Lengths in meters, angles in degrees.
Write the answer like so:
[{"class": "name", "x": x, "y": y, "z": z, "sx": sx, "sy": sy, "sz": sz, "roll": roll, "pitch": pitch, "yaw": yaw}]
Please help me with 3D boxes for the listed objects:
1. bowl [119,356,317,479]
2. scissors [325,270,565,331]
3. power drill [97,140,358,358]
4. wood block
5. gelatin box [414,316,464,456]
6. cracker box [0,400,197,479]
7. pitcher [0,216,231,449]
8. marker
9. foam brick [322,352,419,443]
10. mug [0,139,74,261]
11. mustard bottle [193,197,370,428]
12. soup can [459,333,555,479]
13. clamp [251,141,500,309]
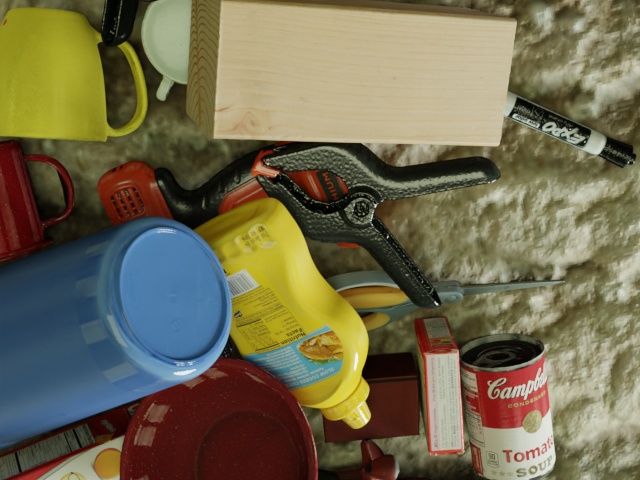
[{"class": "bowl", "x": -0.067, "y": 0.169, "z": 0.789, "sx": 0.162, "sy": 0.055, "sz": 0.162, "roll": -5, "pitch": 78, "yaw": 22}, {"class": "scissors", "x": 0.087, "y": 0.050, "z": 0.847, "sx": 0.201, "sy": 0.016, "sz": 0.096, "roll": 4, "pitch": 148, "yaw": -24}, {"class": "power drill", "x": -0.055, "y": 0.001, "z": 0.819, "sx": 0.188, "sy": 0.057, "sz": 0.184, "roll": -22, "pitch": 108, "yaw": 5}, {"class": "wood block", "x": 0.019, "y": -0.119, "z": 0.738, "sx": 0.205, "sy": 0.090, "sz": 0.091, "roll": 0, "pitch": 107, "yaw": -19}, {"class": "gelatin box", "x": 0.094, "y": 0.114, "z": 0.842, "sx": 0.030, "sy": 0.073, "sz": 0.089, "roll": -5, "pitch": 106, "yaw": 2}, {"class": "cracker box", "x": -0.198, "y": 0.238, "z": 0.847, "sx": 0.213, "sy": 0.072, "sz": 0.164, "roll": -21, "pitch": 107, "yaw": -17}, {"class": "pitcher", "x": -0.170, "y": 0.066, "z": 0.751, "sx": 0.243, "sy": 0.149, "sz": 0.145, "roll": -19, "pitch": 110, "yaw": 40}, {"class": "marker", "x": 0.186, "y": -0.085, "z": 0.814, "sx": 0.121, "sy": 0.020, "sz": 0.020, "roll": 23, "pitch": 104, "yaw": -6}, {"class": "foam brick", "x": 0.040, "y": 0.125, "z": 0.856, "sx": 0.078, "sy": 0.053, "sz": 0.051, "roll": -5, "pitch": 106, "yaw": 3}, {"class": "mug", "x": -0.243, "y": -0.030, "z": 0.798, "sx": 0.117, "sy": 0.093, "sz": 0.081, "roll": -13, "pitch": 101, "yaw": -10}, {"class": "mustard bottle", "x": -0.020, "y": 0.064, "z": 0.780, "sx": 0.096, "sy": 0.058, "sz": 0.191, "roll": -23, "pitch": 112, "yaw": 30}, {"class": "soup can", "x": 0.149, "y": 0.134, "z": 0.850, "sx": 0.068, "sy": 0.068, "sz": 0.102, "roll": -9, "pitch": 106, "yaw": 2}, {"class": "clamp", "x": 0.039, "y": -0.034, "z": 0.758, "sx": 0.171, "sy": 0.039, "sz": 0.120, "roll": 28, "pitch": 104, "yaw": -10}]
